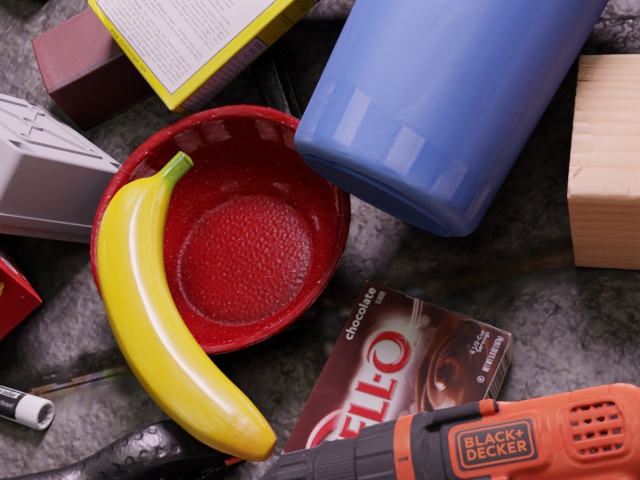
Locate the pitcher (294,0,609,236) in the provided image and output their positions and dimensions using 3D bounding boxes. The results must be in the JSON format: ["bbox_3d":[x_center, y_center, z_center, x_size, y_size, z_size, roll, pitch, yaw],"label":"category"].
[{"bbox_3d":[0.081,-0.131,0.576,0.145,0.149,0.243,27,87,15],"label":"pitcher"}]

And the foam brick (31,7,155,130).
[{"bbox_3d":[-0.149,-0.123,0.735,0.078,0.053,0.051,-28,61,1],"label":"foam brick"}]

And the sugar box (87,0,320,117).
[{"bbox_3d":[-0.050,-0.169,0.663,0.176,0.048,0.093,-39,83,7],"label":"sugar box"}]

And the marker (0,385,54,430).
[{"bbox_3d":[-0.222,0.094,0.672,0.121,0.020,0.020,13,70,22],"label":"marker"}]

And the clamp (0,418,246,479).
[{"bbox_3d":[-0.121,0.132,0.571,0.171,0.120,0.039,-28,67,-2],"label":"clamp"}]

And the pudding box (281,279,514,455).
[{"bbox_3d":[0.044,0.089,0.583,0.090,0.039,0.113,20,72,24],"label":"pudding box"}]

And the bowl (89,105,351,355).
[{"bbox_3d":[-0.054,0.001,0.645,0.162,0.055,0.162,-7,64,13],"label":"bowl"}]

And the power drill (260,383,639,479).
[{"bbox_3d":[0.063,0.160,0.443,0.185,0.057,0.187,-15,62,18],"label":"power drill"}]

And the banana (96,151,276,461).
[{"bbox_3d":[-0.083,0.037,0.583,0.070,0.037,0.198,-24,62,7],"label":"banana"}]
